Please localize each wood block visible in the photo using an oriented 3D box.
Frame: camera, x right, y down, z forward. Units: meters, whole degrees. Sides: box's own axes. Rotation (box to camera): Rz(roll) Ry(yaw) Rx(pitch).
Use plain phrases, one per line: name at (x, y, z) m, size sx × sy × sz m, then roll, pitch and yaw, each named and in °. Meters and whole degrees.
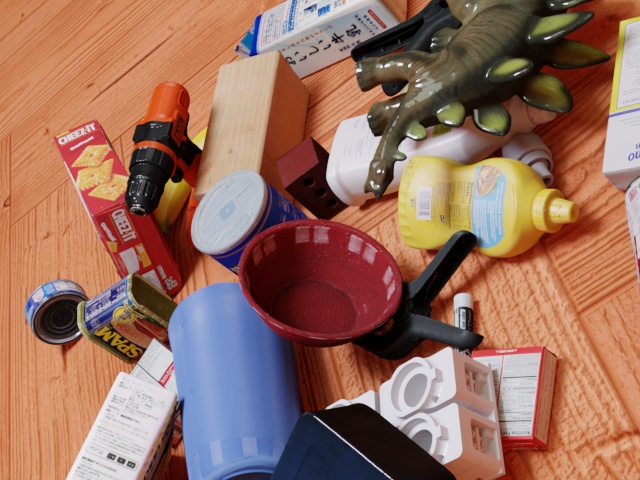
wood block at (-0.082, -0.121, 1.319) m, size 0.090 × 0.090 × 0.206 m, roll -11°, pitch 53°, yaw 26°

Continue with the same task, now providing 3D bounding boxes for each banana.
banana at (-0.172, -0.090, 1.433) m, size 0.070 × 0.037 × 0.197 m, roll 13°, pitch 70°, yaw 45°

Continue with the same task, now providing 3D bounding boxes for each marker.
marker at (0.135, 0.105, 1.004) m, size 0.020 × 0.020 × 0.121 m, roll -20°, pitch 48°, yaw 32°

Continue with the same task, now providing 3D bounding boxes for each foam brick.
foam brick at (-0.004, -0.070, 1.225) m, size 0.053 × 0.078 × 0.051 m, roll -35°, pitch 40°, yaw 19°

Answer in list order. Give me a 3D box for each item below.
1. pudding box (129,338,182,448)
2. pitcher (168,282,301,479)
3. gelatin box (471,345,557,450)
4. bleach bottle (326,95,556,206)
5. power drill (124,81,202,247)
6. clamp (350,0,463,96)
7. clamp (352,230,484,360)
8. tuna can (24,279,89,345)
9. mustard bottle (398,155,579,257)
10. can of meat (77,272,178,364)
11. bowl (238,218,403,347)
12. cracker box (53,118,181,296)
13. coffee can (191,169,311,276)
pudding box at (-0.182, 0.175, 1.240) m, size 0.114 × 0.039 × 0.090 m, roll 26°, pitch 81°, yaw 52°
pitcher at (-0.084, 0.172, 1.060) m, size 0.145 × 0.149 × 0.243 m, roll -15°, pitch 39°, yaw 2°
gelatin box at (0.166, 0.140, 0.940) m, size 0.073 × 0.030 × 0.089 m, roll -10°, pitch 57°, yaw 39°
bleach bottle at (0.129, -0.108, 1.140) m, size 0.251 × 0.068 × 0.102 m, roll -11°, pitch 52°, yaw 36°
power drill at (-0.169, -0.071, 1.294) m, size 0.057 × 0.187 × 0.184 m, roll -1°, pitch 57°, yaw 20°
clamp at (0.129, -0.257, 1.260) m, size 0.210 × 0.036 × 0.165 m, roll -40°, pitch 27°, yaw -1°
clamp at (0.094, 0.077, 1.033) m, size 0.172 × 0.039 × 0.120 m, roll -40°, pitch 36°, yaw 37°
tuna can at (-0.347, 0.096, 1.420) m, size 0.086 × 0.086 × 0.034 m, roll -48°, pitch 41°, yaw 4°
mustard bottle at (0.164, -0.033, 1.040) m, size 0.192 × 0.058 × 0.096 m, roll 6°, pitch 94°, yaw 45°
can of meat at (-0.229, 0.094, 1.297) m, size 0.084 × 0.102 × 0.057 m, roll -31°, pitch 42°, yaw 20°
bowl at (-0.003, 0.052, 1.049) m, size 0.162 × 0.055 × 0.162 m, roll 5°, pitch 43°, yaw -5°
cracker box at (-0.260, -0.038, 1.373) m, size 0.072 × 0.164 × 0.214 m, roll -26°, pitch 39°, yaw -9°
coffee can at (-0.058, 0.001, 1.172) m, size 0.103 × 0.140 × 0.103 m, roll -25°, pitch 46°, yaw 28°
